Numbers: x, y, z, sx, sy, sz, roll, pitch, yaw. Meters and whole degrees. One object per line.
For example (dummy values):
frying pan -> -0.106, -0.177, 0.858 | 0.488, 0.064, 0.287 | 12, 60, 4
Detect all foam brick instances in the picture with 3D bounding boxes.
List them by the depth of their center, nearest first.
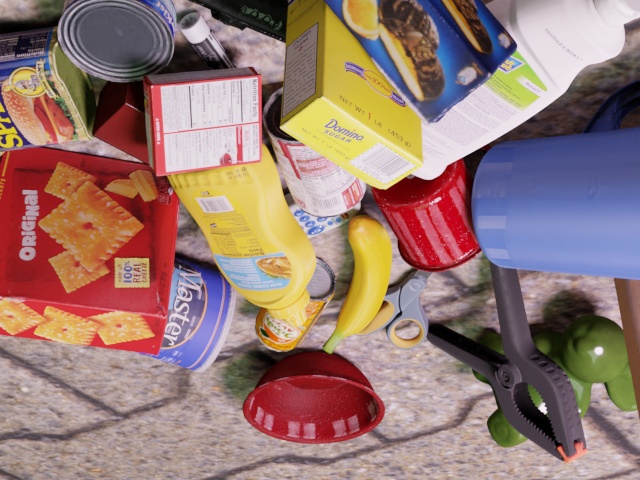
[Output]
foam brick -> -0.137, -0.099, 0.863 | 0.078, 0.053, 0.051 | 29, 135, -31

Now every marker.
marker -> -0.074, -0.132, 0.846 | 0.020, 0.020, 0.121 | -15, 141, 20

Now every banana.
banana -> 0.042, 0.035, 1.030 | 0.037, 0.069, 0.198 | 28, 140, 17

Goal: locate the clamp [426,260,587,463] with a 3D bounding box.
clamp -> 0.195, 0.119, 1.049 | 0.036, 0.210, 0.165 | -19, 149, -33

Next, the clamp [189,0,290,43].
clamp -> -0.060, -0.167, 0.738 | 0.171, 0.120, 0.039 | 16, 104, -25

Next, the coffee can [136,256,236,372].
coffee can -> -0.167, 0.060, 1.035 | 0.140, 0.103, 0.103 | 21, 139, -23

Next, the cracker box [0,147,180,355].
cracker box -> -0.231, 0.000, 0.907 | 0.213, 0.164, 0.072 | 9, 141, -11

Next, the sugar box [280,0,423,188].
sugar box -> 0.023, -0.128, 0.717 | 0.093, 0.176, 0.048 | 30, 137, -33

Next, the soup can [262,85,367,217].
soup can -> -0.002, -0.074, 0.880 | 0.068, 0.068, 0.102 | -7, 143, 11

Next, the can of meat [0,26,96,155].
can of meat -> -0.230, -0.118, 0.840 | 0.084, 0.057, 0.102 | -7, 143, 6

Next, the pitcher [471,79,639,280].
pitcher -> 0.248, -0.040, 0.838 | 0.243, 0.149, 0.145 | 1, 126, 38

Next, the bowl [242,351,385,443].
bowl -> -0.007, 0.173, 1.219 | 0.162, 0.055, 0.162 | 1, 143, 1

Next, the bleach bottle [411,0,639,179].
bleach bottle -> 0.129, -0.120, 0.760 | 0.102, 0.068, 0.251 | 27, 152, -26

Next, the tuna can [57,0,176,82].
tuna can -> -0.151, -0.160, 0.798 | 0.086, 0.033, 0.086 | 1, 143, 1

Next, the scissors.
scissors -> 0.107, 0.055, 1.083 | 0.096, 0.016, 0.202 | 36, 131, -22

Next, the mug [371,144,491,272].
mug -> 0.104, -0.041, 0.915 | 0.117, 0.093, 0.081 | -36, 132, -2

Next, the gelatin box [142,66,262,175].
gelatin box -> -0.090, -0.093, 0.825 | 0.089, 0.030, 0.073 | -9, 117, -19

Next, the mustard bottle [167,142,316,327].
mustard bottle -> -0.056, 0.001, 0.940 | 0.096, 0.058, 0.191 | -3, 127, 33
